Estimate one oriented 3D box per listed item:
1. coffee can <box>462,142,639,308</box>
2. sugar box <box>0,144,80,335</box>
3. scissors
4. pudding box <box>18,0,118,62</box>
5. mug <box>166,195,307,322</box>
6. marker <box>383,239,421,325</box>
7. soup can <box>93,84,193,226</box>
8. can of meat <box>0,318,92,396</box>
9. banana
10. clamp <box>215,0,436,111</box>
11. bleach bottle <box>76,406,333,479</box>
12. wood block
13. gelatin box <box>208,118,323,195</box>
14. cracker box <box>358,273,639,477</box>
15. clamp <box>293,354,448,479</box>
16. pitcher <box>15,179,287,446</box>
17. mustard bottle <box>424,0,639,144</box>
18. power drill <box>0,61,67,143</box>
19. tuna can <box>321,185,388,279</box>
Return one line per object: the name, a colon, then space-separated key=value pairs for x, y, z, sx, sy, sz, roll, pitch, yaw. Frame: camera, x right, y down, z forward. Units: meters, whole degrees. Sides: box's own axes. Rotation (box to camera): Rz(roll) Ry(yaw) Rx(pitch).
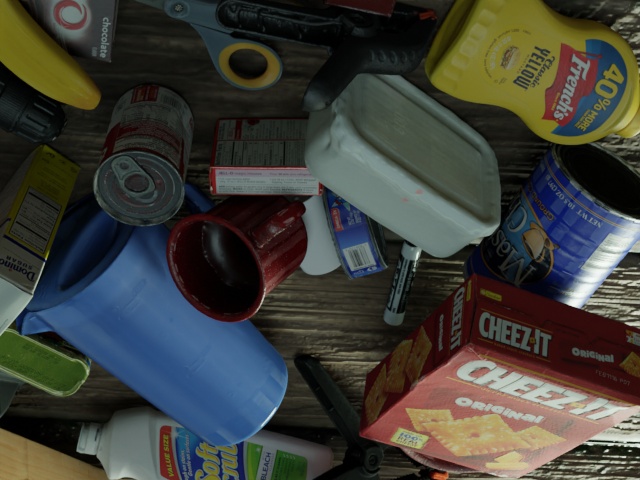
coffee can: x=0.197 y=-0.001 z=0.885 sx=0.102 sy=0.103 sz=0.140 roll=21 pitch=125 yaw=-16
sugar box: x=-0.245 y=0.007 z=0.841 sx=0.048 sy=0.176 sz=0.093 roll=32 pitch=121 yaw=-23
scissors: x=-0.101 y=-0.157 z=0.790 sx=0.201 sy=0.016 sz=0.096 roll=1 pitch=132 yaw=-18
pudding box: x=-0.190 y=-0.192 z=0.773 sx=0.090 sy=0.039 sz=0.114 roll=8 pitch=127 yaw=-7
mug: x=-0.056 y=0.001 z=0.851 sx=0.093 sy=0.081 sz=0.117 roll=52 pitch=129 yaw=0
marker: x=0.077 y=0.026 z=0.958 sx=0.020 sy=0.020 sz=0.121 roll=7 pitch=128 yaw=-6
soup can: x=-0.135 y=-0.068 z=0.830 sx=0.068 sy=0.102 sz=0.068 roll=0 pitch=128 yaw=-1
can of meat: x=-0.250 y=0.081 z=0.958 sx=0.102 sy=0.084 sz=0.058 roll=30 pitch=122 yaw=-21
banana: x=-0.219 y=-0.169 z=0.738 sx=0.070 sy=0.037 sz=0.198 roll=-5 pitch=128 yaw=20
clamp: x=0.022 y=-0.137 z=0.760 sx=0.171 sy=0.120 sz=0.039 roll=-10 pitch=144 yaw=-29
bleach bottle: x=-0.119 y=0.229 z=1.068 sx=0.250 sy=0.102 sz=0.068 roll=13 pitch=169 yaw=-10
wood block: x=-0.288 y=0.262 z=1.052 sx=0.090 sy=0.091 sz=0.205 roll=-25 pitch=145 yaw=17
gelatin box: x=-0.043 y=-0.067 z=0.851 sx=0.089 sy=0.073 sz=0.030 roll=-1 pitch=128 yaw=0
cracker box: x=0.148 y=0.124 z=0.889 sx=0.164 sy=0.072 sz=0.214 roll=18 pitch=148 yaw=-13
clamp: x=0.040 y=0.205 z=1.059 sx=0.209 sy=0.036 sz=0.164 roll=12 pitch=84 yaw=-30
pitcher: x=-0.129 y=0.068 z=0.931 sx=0.149 sy=0.145 sz=0.242 roll=-18 pitch=131 yaw=30
mustard bottle: x=0.183 y=-0.126 z=0.815 sx=0.191 sy=0.058 sz=0.096 roll=22 pitch=113 yaw=-18
power drill: x=-0.317 y=-0.085 z=0.847 sx=0.184 sy=0.057 sz=0.188 roll=31 pitch=119 yaw=-18
tuna can: x=0.030 y=-0.013 z=0.886 sx=0.034 sy=0.086 sz=0.086 roll=-16 pitch=127 yaw=10
